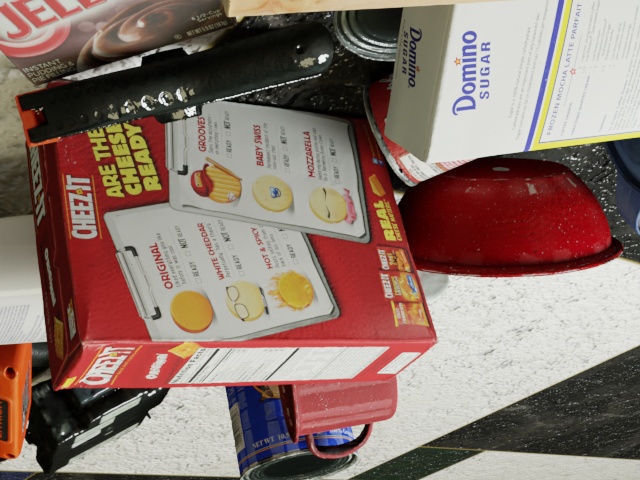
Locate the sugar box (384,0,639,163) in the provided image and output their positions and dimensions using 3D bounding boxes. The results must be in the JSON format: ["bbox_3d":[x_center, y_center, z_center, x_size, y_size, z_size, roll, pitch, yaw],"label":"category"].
[{"bbox_3d":[0.120,-0.095,0.543,0.175,0.048,0.093,-6,120,-28],"label":"sugar box"}]

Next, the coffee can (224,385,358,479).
[{"bbox_3d":[-0.031,0.131,0.924,0.102,0.140,0.103,-10,154,-5],"label":"coffee can"}]

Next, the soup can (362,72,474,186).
[{"bbox_3d":[0.086,-0.083,0.628,0.102,0.068,0.068,-24,152,21],"label":"soup can"}]

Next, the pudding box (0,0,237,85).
[{"bbox_3d":[-0.106,-0.122,0.494,0.113,0.039,0.090,-17,154,9],"label":"pudding box"}]

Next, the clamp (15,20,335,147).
[{"bbox_3d":[-0.069,-0.080,0.539,0.171,0.039,0.120,-17,-178,-7],"label":"clamp"}]

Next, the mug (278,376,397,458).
[{"bbox_3d":[0.012,0.115,0.829,0.081,0.117,0.093,-8,-164,-9],"label":"mug"}]

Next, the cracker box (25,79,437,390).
[{"bbox_3d":[-0.054,0.001,0.625,0.213,0.164,0.072,2,148,-29],"label":"cracker box"}]

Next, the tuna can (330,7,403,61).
[{"bbox_3d":[0.045,-0.132,0.550,0.086,0.034,0.086,-10,154,-5],"label":"tuna can"}]

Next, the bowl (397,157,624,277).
[{"bbox_3d":[0.115,-0.021,0.699,0.162,0.055,0.162,-2,-167,0],"label":"bowl"}]
